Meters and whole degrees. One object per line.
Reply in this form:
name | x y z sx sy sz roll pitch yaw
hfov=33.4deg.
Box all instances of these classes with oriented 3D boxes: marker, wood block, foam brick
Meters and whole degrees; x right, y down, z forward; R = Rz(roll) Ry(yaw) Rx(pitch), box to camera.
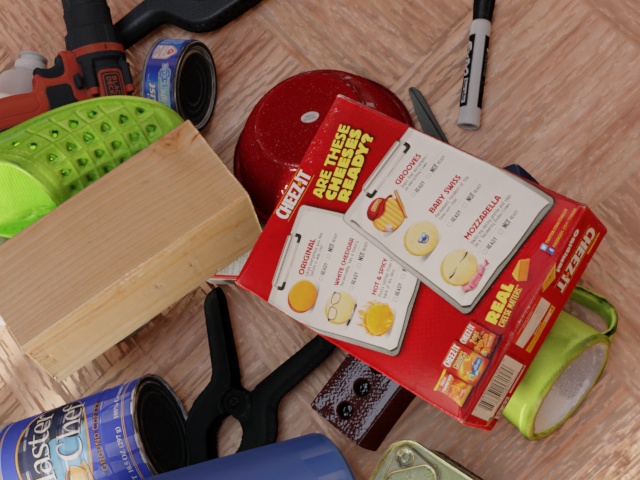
marker | 0.131 -0.152 0.893 0.020 0.020 0.121 5 78 21
wood block | -0.159 0.009 0.860 0.206 0.090 0.091 -35 66 -9
foam brick | 0.040 0.118 0.841 0.053 0.051 0.078 36 91 24

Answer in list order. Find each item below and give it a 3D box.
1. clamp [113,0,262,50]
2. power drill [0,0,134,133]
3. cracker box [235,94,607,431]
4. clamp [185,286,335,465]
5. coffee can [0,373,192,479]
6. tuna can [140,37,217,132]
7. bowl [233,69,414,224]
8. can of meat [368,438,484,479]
clamp | -0.142 -0.231 1.004 0.210 0.036 0.164 9 86 22
power drill | -0.258 -0.144 0.940 0.057 0.187 0.184 -25 78 59
cracker box | 0.068 0.012 0.763 0.214 0.072 0.164 29 90 33
clamp | -0.072 0.125 0.888 0.120 0.039 0.171 27 88 26
coffee can | -0.187 0.180 0.883 0.140 0.102 0.103 -21 71 14
tuna can | -0.124 -0.136 0.947 0.034 0.086 0.086 6 79 20
bowl | -0.003 -0.086 0.887 0.162 0.055 0.162 -6 62 12
can of meat | 0.095 0.193 0.785 0.102 0.083 0.057 31 89 24
